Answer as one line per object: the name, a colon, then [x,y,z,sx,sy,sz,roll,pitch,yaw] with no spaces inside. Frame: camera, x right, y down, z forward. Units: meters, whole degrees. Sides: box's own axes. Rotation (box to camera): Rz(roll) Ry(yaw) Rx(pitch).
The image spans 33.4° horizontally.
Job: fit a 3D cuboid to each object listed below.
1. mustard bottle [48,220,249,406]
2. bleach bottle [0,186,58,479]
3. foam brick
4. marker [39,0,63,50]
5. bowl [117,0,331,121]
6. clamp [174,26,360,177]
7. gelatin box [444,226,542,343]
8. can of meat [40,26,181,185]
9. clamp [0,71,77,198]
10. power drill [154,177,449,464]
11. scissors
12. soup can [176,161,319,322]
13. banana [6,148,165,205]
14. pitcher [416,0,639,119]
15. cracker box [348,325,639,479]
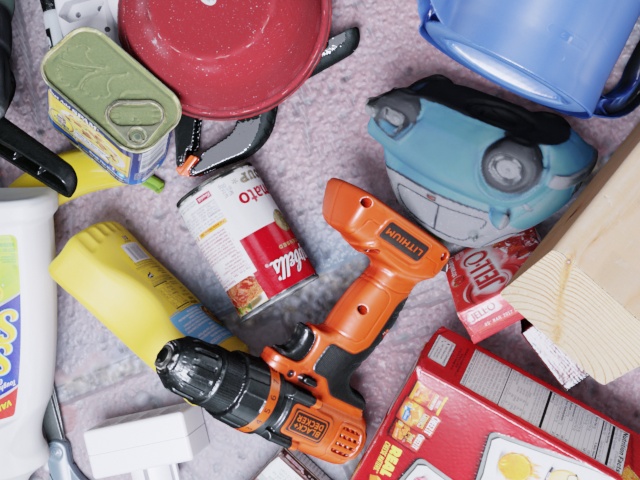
mustard bottle: [-0.111,0.068,0.803,0.191,0.096,0.058,42,100,6]
bleach bottle: [-0.244,0.087,0.824,0.102,0.068,0.251,-1,103,6]
foam brick: [0.177,0.065,0.755,0.051,0.078,0.053,-38,88,10]
marker: [-0.206,-0.150,0.848,0.020,0.020,0.121,-10,91,11]
bowl: [-0.074,-0.170,0.767,0.162,0.055,0.162,0,88,5]
clamp: [-0.050,-0.118,0.810,0.120,0.039,0.171,25,97,12]
gelatin box: [0.128,0.026,0.755,0.073,0.089,0.030,-28,111,12]
can of meat: [-0.156,-0.095,0.790,0.102,0.084,0.057,41,68,2]
clamp: [-0.264,-0.090,0.799,0.164,0.036,0.210,-7,50,-4]
power drill: [-0.006,0.054,0.748,0.057,0.184,0.187,32,91,52]
scissors: [-0.195,0.181,0.867,0.096,0.016,0.202,5,94,10]
soup can: [-0.055,0.001,0.802,0.068,0.068,0.102,-31,87,11]
banana: [-0.223,-0.021,0.850,0.198,0.037,0.069,-30,87,11]
pitcher: [0.186,-0.209,0.721,0.145,0.149,0.243,31,96,23]
cracker box: [0.136,0.180,0.749,0.214,0.072,0.164,29,123,7]
